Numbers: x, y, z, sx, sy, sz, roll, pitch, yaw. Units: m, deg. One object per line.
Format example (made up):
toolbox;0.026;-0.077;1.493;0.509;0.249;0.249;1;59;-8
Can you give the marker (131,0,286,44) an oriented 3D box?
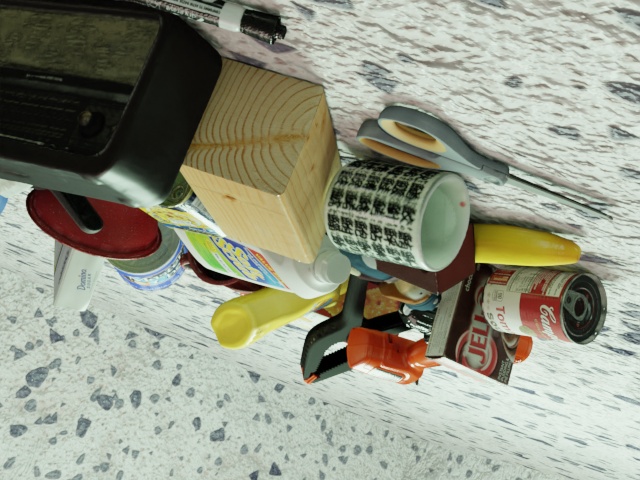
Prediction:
marker;-0.079;-0.151;0.685;0.121;0.020;0.020;18;168;6

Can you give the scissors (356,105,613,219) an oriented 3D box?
scissors;0.122;-0.058;0.783;0.202;0.016;0.096;17;167;11

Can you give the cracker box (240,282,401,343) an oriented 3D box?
cracker box;0.003;0.080;1.432;0.213;0.072;0.164;20;167;1

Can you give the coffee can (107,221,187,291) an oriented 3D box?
coffee can;-0.228;0.005;1.390;0.103;0.103;0.140;19;168;2

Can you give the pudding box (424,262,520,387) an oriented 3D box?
pudding box;0.163;0.084;1.101;0.090;0.113;0.039;26;160;-29

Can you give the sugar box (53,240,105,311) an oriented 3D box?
sugar box;-0.288;-0.001;1.279;0.048;0.093;0.176;13;-153;-23

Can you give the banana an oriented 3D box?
banana;0.149;0.004;0.972;0.069;0.037;0.198;9;175;-27

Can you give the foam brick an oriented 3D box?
foam brick;0.092;0.006;0.946;0.078;0.051;0.053;21;129;45

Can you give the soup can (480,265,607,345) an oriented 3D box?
soup can;0.215;0.061;1.031;0.068;0.068;0.102;29;165;-37

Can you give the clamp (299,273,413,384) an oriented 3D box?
clamp;0.041;0.103;1.298;0.210;0.036;0.164;-37;132;24

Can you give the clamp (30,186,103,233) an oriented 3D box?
clamp;-0.286;-0.093;1.138;0.172;0.120;0.039;30;-154;27

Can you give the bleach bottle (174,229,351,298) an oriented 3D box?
bleach bottle;-0.057;0.001;1.069;0.251;0.068;0.102;15;142;55

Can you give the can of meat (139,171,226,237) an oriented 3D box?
can of meat;-0.130;-0.045;0.985;0.102;0.057;0.083;12;164;35

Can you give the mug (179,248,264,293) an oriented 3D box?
mug;-0.112;0.020;1.284;0.117;0.093;0.081;-14;162;16

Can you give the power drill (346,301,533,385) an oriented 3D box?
power drill;0.116;0.112;1.204;0.184;0.057;0.188;22;153;-33

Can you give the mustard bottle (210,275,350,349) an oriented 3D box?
mustard bottle;-0.034;0.070;1.289;0.191;0.058;0.096;-22;174;-37

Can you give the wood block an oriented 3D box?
wood block;-0.043;-0.057;0.868;0.091;0.090;0.206;18;168;10

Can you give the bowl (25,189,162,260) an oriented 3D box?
bowl;-0.250;-0.045;1.220;0.162;0.055;0.162;20;-155;-10
